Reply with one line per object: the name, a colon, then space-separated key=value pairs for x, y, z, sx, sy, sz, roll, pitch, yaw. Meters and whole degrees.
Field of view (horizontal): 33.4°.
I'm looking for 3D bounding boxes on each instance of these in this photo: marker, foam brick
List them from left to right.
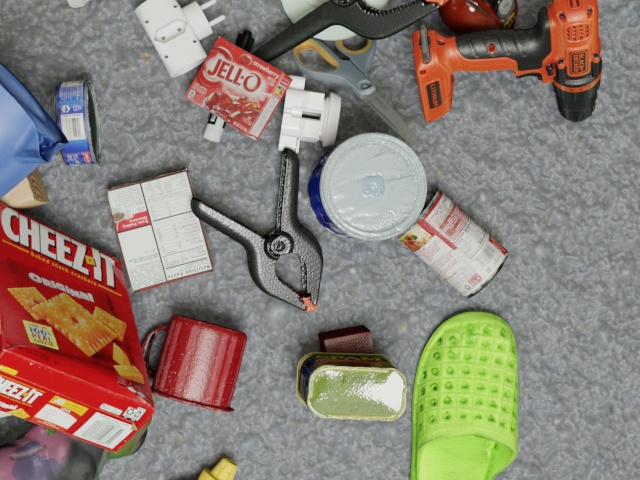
marker: x=-0.095 y=-0.162 z=1.119 sx=0.020 sy=0.020 sz=0.121 roll=19 pitch=89 yaw=-6
foam brick: x=0.031 y=0.133 z=1.120 sx=0.053 sy=0.051 sz=0.078 roll=-10 pitch=92 yaw=-6

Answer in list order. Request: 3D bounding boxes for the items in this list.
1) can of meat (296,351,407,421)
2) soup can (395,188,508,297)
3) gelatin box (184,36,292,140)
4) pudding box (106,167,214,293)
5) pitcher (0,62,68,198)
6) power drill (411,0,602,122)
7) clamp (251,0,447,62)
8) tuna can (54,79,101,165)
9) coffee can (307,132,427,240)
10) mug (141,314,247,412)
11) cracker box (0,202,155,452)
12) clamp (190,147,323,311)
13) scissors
can of meat: x=0.030 y=0.144 z=1.051 sx=0.102 sy=0.084 sz=0.057 roll=3 pitch=91 yaw=-7
soup can: x=0.138 y=0.003 z=1.119 sx=0.102 sy=0.068 sz=0.068 roll=41 pitch=87 yaw=-5
gelatin box: x=-0.084 y=-0.155 z=1.085 sx=0.089 sy=0.030 sz=0.073 roll=33 pitch=95 yaw=22
pudding box: x=-0.166 y=-0.011 z=1.106 sx=0.090 sy=0.039 sz=0.113 roll=-15 pitch=94 yaw=-6
pitcher: x=-0.362 y=-0.065 z=0.960 sx=0.243 sy=0.149 sz=0.145 roll=-42 pitch=108 yaw=0
power drill: x=0.193 y=-0.173 z=1.095 sx=0.188 sy=0.184 sz=0.057 roll=-9 pitch=56 yaw=9
clamp: x=0.022 y=-0.259 z=1.054 sx=0.210 sy=0.036 sz=0.164 roll=3 pitch=112 yaw=21
tuna can: x=-0.243 y=-0.118 z=1.073 sx=0.033 sy=0.086 sz=0.086 roll=-5 pitch=92 yaw=-4
coffee can: x=0.043 y=-0.052 z=1.073 sx=0.102 sy=0.140 sz=0.103 roll=0 pitch=91 yaw=-6
mug: x=-0.133 y=0.121 z=1.093 sx=0.117 sy=0.093 sz=0.081 roll=12 pitch=84 yaw=28
cracker box: x=-0.248 y=0.074 z=0.983 sx=0.072 sy=0.214 sz=0.164 roll=-44 pitch=130 yaw=18
clamp: x=-0.057 y=0.001 z=1.101 sx=0.120 sy=0.039 sz=0.171 roll=-19 pitch=103 yaw=-2
scissors: x=0.054 y=-0.166 z=1.079 sx=0.096 sy=0.016 sz=0.202 roll=-40 pitch=55 yaw=-21
